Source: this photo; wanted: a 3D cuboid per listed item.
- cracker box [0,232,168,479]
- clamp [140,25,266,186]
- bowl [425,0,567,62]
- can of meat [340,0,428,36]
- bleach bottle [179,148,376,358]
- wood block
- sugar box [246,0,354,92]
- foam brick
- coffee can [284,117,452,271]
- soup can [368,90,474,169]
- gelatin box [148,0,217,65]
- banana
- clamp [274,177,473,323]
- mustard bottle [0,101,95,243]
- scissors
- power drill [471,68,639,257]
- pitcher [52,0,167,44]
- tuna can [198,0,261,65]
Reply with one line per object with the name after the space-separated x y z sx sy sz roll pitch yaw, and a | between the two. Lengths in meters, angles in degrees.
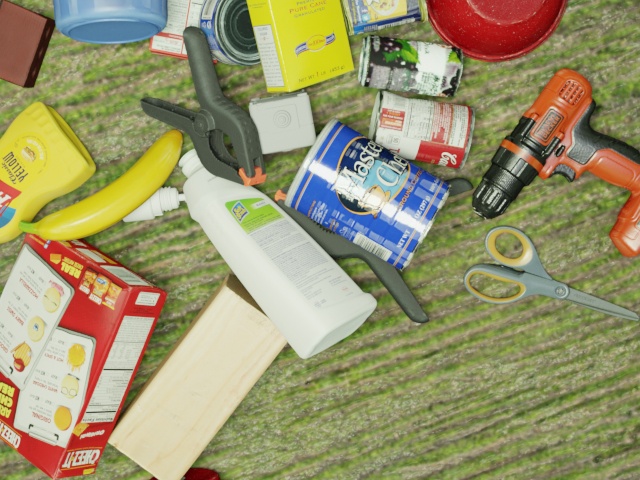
-0.268 0.113 1.112 0.164 0.072 0.214 27 98 31 | cracker box
-0.110 -0.131 1.087 0.171 0.039 0.120 43 132 18 | clamp
0.188 -0.270 1.117 0.162 0.055 0.162 0 96 -3 | bowl
0.060 -0.270 1.114 0.084 0.057 0.102 -12 98 1 | can of meat
-0.057 0.001 1.118 0.251 0.102 0.068 50 131 15 | bleach bottle
-0.127 0.148 1.146 0.090 0.091 0.206 37 95 -6 | wood block
-0.027 -0.248 1.089 0.093 0.048 0.176 -25 112 -34 | sugar box
-0.315 -0.205 1.113 0.051 0.053 0.078 21 97 -4 | foam brick
0.048 -0.047 1.086 0.140 0.102 0.103 30 96 3 | coffee can
0.106 -0.118 1.129 0.102 0.068 0.068 10 97 -3 | soup can
-0.137 -0.235 1.126 0.073 0.030 0.089 10 97 -4 | gelatin box
-0.214 -0.051 1.102 0.197 0.037 0.070 -32 58 -18 | banana
0.049 -0.006 1.155 0.210 0.036 0.164 12 88 -3 | clamp
-0.338 -0.053 1.127 0.191 0.058 0.096 -39 81 4 | mustard bottle
0.259 0.036 1.181 0.201 0.016 0.096 4 97 -3 | scissors
0.279 -0.063 1.147 0.187 0.057 0.184 34 95 -6 | power drill
-0.200 -0.322 1.044 0.149 0.145 0.243 -5 87 11 | pitcher
-0.081 -0.225 1.106 0.085 0.034 0.086 -8 105 -34 | tuna can
